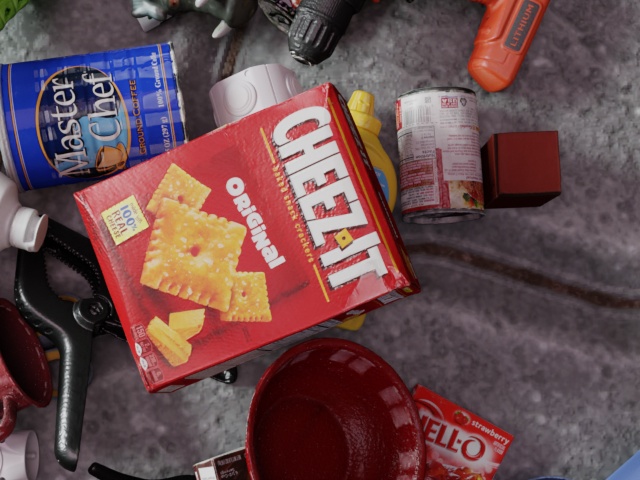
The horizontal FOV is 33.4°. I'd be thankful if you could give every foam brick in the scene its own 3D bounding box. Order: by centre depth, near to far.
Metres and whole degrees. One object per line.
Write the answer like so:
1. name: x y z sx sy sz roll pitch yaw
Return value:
1. foam brick: 0.160 -0.056 0.861 0.051 0.078 0.053 -3 86 0

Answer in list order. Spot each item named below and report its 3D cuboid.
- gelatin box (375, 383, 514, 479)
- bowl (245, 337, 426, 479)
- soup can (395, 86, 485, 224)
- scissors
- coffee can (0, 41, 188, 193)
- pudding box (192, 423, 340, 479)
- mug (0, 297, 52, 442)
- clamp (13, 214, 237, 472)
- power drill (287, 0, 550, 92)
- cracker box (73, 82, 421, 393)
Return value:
1. gelatin box: 0.099 0.168 0.861 0.089 0.030 0.073 29 85 3
2. bowl: 0.001 0.157 0.808 0.161 0.055 0.162 12 68 -32
3. soup can: 0.097 -0.068 0.868 0.068 0.068 0.102 -3 83 0
4. scissors: -0.274 0.115 0.879 0.201 0.016 0.096 -30 84 -2
5. coffee can: -0.180 -0.098 0.849 0.140 0.103 0.103 -9 84 -8
6. pudding box: -0.035 0.200 0.829 0.113 0.039 0.090 -11 82 -35
7. mug: -0.263 0.111 0.820 0.081 0.093 0.117 -24 52 3
8. clamp: -0.186 0.070 0.845 0.164 0.036 0.210 -34 78 -38
9. power drill: 0.082 -0.194 0.859 0.187 0.057 0.184 26 89 -17
10. cracker box: -0.055 0.001 0.797 0.214 0.072 0.164 -23 81 9
